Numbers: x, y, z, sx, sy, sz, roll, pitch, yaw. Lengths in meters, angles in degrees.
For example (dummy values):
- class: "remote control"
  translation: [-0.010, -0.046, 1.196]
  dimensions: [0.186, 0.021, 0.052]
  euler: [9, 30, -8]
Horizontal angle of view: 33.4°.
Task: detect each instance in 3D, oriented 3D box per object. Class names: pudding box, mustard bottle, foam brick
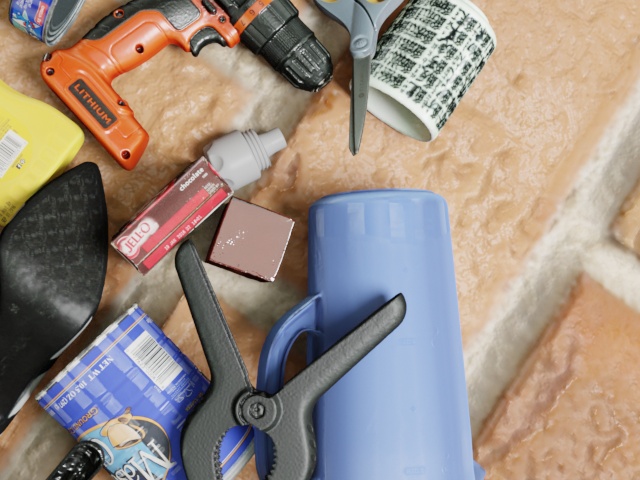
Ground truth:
- class: "pudding box"
  translation: [-0.113, -0.019, 0.798]
  dimensions: [0.090, 0.113, 0.039]
  euler: [-43, 97, -6]
- class: "mustard bottle"
  translation: [-0.282, -0.101, 0.806]
  dimensions: [0.191, 0.058, 0.096]
  euler: [37, 90, -5]
- class: "foam brick"
  translation: [-0.055, 0.001, 0.822]
  dimensions: [0.053, 0.078, 0.051]
  euler: [20, 85, -6]

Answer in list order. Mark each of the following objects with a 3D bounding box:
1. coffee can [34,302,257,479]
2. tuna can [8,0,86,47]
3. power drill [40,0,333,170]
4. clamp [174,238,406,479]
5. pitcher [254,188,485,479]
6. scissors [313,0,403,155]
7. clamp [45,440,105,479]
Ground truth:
- class: "coffee can"
  translation: [-0.127, 0.132, 0.798]
  dimensions: [0.103, 0.103, 0.140]
  euler: [-44, 94, -6]
- class: "tuna can"
  translation: [-0.200, -0.192, 0.805]
  dimensions: [0.033, 0.086, 0.086]
  euler: [28, 85, -4]
- class: "power drill"
  translation: [-0.107, -0.143, 0.832]
  dimensions: [0.187, 0.057, 0.184]
  euler: [-44, 92, -8]
- class: "clamp"
  translation: [-0.032, 0.112, 0.735]
  dimensions: [0.164, 0.036, 0.210]
  euler: [7, 87, 4]
- class: "pitcher"
  translation: [0.039, 0.086, 0.806]
  dimensions: [0.145, 0.149, 0.243]
  euler: [-4, 85, 21]
- class: "scissors"
  translation: [0.017, -0.155, 0.823]
  dimensions: [0.096, 0.016, 0.201]
  euler: [9, 66, 27]
- class: "clamp"
  translation: [-0.220, 0.217, 0.756]
  dimensions: [0.039, 0.172, 0.120]
  euler: [43, 40, 3]
